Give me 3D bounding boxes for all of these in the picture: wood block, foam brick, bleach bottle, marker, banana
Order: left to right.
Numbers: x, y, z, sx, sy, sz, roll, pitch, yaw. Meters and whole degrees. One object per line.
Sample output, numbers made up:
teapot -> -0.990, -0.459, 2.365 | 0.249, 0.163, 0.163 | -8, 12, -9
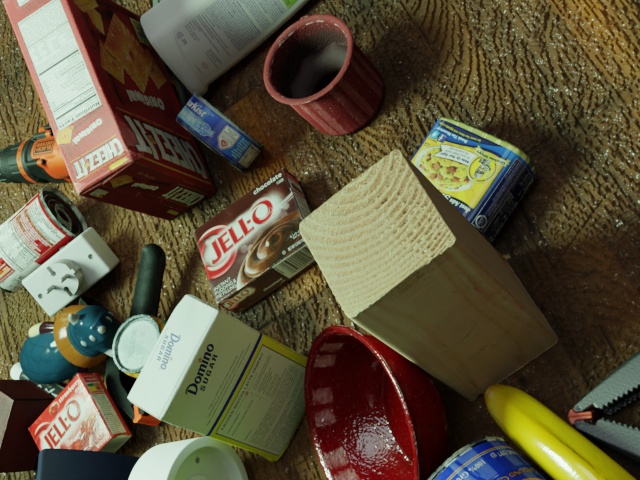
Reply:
foam brick -> -0.302, 0.180, 1.035 | 0.053, 0.051, 0.078 | 22, 97, 36
marker -> -0.264, 0.149, 1.058 | 0.121, 0.020, 0.020 | 19, 79, 37
bleach bottle -> -0.054, -0.256, 1.082 | 0.251, 0.102, 0.068 | -33, 45, 7
wood block -> 0.084, 0.033, 0.780 | 0.090, 0.205, 0.091 | -37, 54, 11
banana -> 0.177, 0.157, 0.749 | 0.037, 0.069, 0.198 | -46, 52, -5

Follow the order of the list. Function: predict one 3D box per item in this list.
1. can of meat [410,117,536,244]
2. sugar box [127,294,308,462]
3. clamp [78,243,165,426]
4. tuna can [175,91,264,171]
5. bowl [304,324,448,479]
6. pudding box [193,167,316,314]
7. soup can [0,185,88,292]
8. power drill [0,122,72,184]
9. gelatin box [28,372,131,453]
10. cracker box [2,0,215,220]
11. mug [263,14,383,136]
can of meat -> 0.118, -0.047, 0.892 | 0.102, 0.057, 0.084 | 31, 84, 37
sugar box -> -0.070, 0.114, 0.855 | 0.048, 0.176, 0.093 | 23, 81, 37
clamp -> -0.172, 0.089, 1.013 | 0.120, 0.039, 0.171 | -48, 53, 29
tuna can -> -0.098, -0.104, 1.033 | 0.034, 0.086, 0.086 | -52, 52, 2
bowl -> 0.049, 0.139, 0.818 | 0.162, 0.055, 0.162 | 31, 127, 55
pudding box -> -0.056, 0.001, 0.987 | 0.114, 0.039, 0.090 | -33, 54, 14
soup can -> -0.305, 0.000, 1.123 | 0.102, 0.068, 0.068 | -37, 54, 12
power drill -> -0.286, -0.151, 1.188 | 0.185, 0.057, 0.187 | -3, 68, 38
gelatin box -> -0.226, 0.179, 0.995 | 0.089, 0.030, 0.073 | -45, 64, 23
cracker box -> -0.198, -0.137, 1.028 | 0.072, 0.164, 0.214 | -30, 73, 16
mug -> 0.005, -0.159, 0.998 | 0.093, 0.081, 0.117 | -27, 57, 19
